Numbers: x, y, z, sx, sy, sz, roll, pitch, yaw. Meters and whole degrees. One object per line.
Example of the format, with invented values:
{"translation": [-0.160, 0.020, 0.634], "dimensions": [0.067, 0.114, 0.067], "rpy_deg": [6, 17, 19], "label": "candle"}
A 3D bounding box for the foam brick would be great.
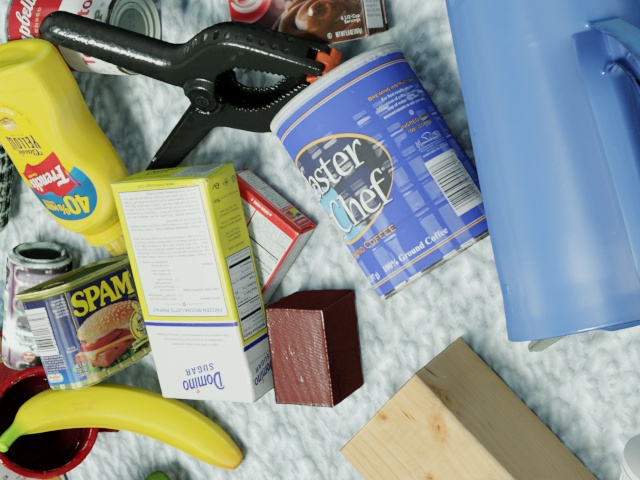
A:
{"translation": [-0.005, 0.080, 0.801], "dimensions": [0.051, 0.052, 0.078], "rpy_deg": [0, 102, 29], "label": "foam brick"}

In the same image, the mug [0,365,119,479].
{"translation": [-0.232, 0.158, 0.923], "dimensions": [0.082, 0.117, 0.093], "rpy_deg": [151, 118, -66], "label": "mug"}

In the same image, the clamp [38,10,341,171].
{"translation": [-0.081, -0.105, 0.774], "dimensions": [0.210, 0.036, 0.164], "rpy_deg": [0, 142, 21], "label": "clamp"}

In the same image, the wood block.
{"translation": [0.125, 0.180, 0.731], "dimensions": [0.206, 0.090, 0.090], "rpy_deg": [46, 120, 11], "label": "wood block"}

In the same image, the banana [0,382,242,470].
{"translation": [-0.161, 0.151, 0.877], "dimensions": [0.037, 0.197, 0.069], "rpy_deg": [118, 155, -56], "label": "banana"}

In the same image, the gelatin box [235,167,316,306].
{"translation": [-0.055, 0.001, 0.823], "dimensions": [0.073, 0.030, 0.089], "rpy_deg": [40, 121, 14], "label": "gelatin box"}

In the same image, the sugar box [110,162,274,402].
{"translation": [-0.093, 0.033, 0.809], "dimensions": [0.093, 0.048, 0.176], "rpy_deg": [-1, 109, 33], "label": "sugar box"}

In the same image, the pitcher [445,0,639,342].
{"translation": [0.152, -0.068, 0.616], "dimensions": [0.149, 0.144, 0.243], "rpy_deg": [-15, 87, 32], "label": "pitcher"}

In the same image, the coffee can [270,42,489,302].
{"translation": [0.046, -0.045, 0.711], "dimensions": [0.103, 0.102, 0.140], "rpy_deg": [-35, 85, 31], "label": "coffee can"}

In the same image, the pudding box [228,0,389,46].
{"translation": [-0.013, -0.179, 0.747], "dimensions": [0.114, 0.039, 0.090], "rpy_deg": [-4, 101, 30], "label": "pudding box"}

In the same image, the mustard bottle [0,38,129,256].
{"translation": [-0.203, -0.064, 0.845], "dimensions": [0.096, 0.058, 0.191], "rpy_deg": [0, 131, 36], "label": "mustard bottle"}

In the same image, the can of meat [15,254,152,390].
{"translation": [-0.188, 0.067, 0.873], "dimensions": [0.058, 0.101, 0.084], "rpy_deg": [-10, 100, 35], "label": "can of meat"}

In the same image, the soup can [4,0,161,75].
{"translation": [-0.184, -0.164, 0.831], "dimensions": [0.102, 0.068, 0.068], "rpy_deg": [8, 106, 27], "label": "soup can"}
